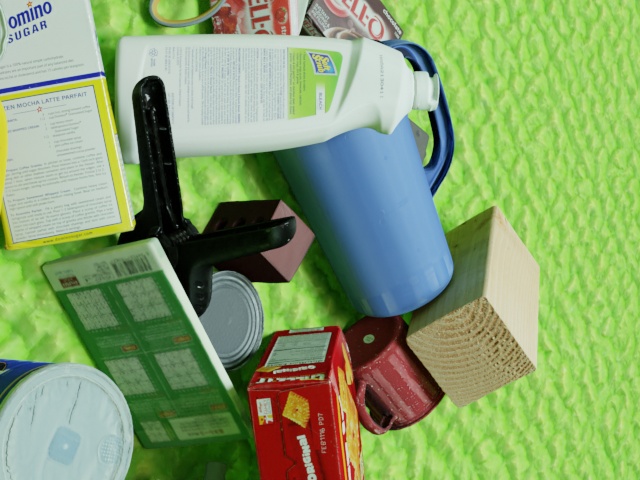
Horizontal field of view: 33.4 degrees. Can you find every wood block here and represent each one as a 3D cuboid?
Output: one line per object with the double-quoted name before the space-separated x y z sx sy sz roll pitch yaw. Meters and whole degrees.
"wood block" 0.156 0.060 1.058 0.091 0.090 0.206 52 24 -14

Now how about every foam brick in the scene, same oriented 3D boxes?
"foam brick" -0.056 0.001 0.914 0.051 0.078 0.053 49 56 -36

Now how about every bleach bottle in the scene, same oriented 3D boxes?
"bleach bottle" -0.033 -0.110 0.842 0.250 0.068 0.102 0 88 -3

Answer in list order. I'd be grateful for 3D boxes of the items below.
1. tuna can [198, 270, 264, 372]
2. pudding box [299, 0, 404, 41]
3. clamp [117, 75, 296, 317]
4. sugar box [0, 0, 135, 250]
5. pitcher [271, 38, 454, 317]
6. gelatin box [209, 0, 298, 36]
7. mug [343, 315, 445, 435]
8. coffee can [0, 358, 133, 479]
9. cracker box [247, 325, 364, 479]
"tuna can" -0.089 0.069 0.907 0.085 0.034 0.086 3 86 -47
"pudding box" 0.025 -0.208 1.037 0.113 0.039 0.090 48 55 -34
"clamp" -0.100 0.005 0.794 0.036 0.165 0.210 -24 146 -43
"sugar box" -0.195 -0.086 0.764 0.093 0.048 0.176 -10 96 -6
"pitcher" 0.046 -0.058 0.985 0.243 0.149 0.144 66 31 -26
"gelatin box" -0.057 -0.188 0.922 0.030 0.073 0.089 -2 90 -76
"mug" 0.061 0.131 1.024 0.081 0.093 0.117 51 47 -27
"coffee can" -0.206 0.128 0.701 0.102 0.141 0.103 3 86 -47
"cracker box" -0.006 0.171 0.884 0.213 0.072 0.164 -65 148 -83
